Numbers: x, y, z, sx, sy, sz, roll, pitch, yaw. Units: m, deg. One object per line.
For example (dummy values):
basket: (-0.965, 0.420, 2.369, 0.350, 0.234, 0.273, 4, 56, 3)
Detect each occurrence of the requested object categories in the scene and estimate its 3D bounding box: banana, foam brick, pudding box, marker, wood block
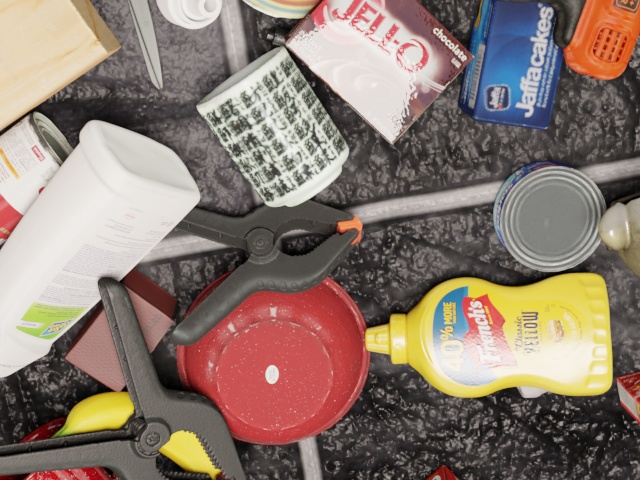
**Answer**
banana: (-0.128, 0.168, 0.867, 0.197, 0.037, 0.069, 29, 77, -29)
foam brick: (-0.157, 0.071, 0.850, 0.053, 0.051, 0.078, 37, 99, -12)
pudding box: (0.043, -0.143, 0.796, 0.113, 0.039, 0.090, 42, 98, -12)
marker: (0.016, -0.142, 0.827, 0.121, 0.020, 0.020, 15, 102, -6)
wood block: (-0.259, -0.118, 0.779, 0.206, 0.091, 0.090, -33, 103, 4)

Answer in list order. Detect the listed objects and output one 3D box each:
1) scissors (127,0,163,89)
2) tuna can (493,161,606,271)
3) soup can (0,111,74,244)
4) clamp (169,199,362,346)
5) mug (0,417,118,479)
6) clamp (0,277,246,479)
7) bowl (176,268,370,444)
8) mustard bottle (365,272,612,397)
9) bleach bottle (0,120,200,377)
scissors: (-0.164, -0.216, 0.800, 0.096, 0.016, 0.202, 2, 103, -2)
tuna can: (0.183, -0.020, 0.857, 0.086, 0.034, 0.086, -1, 103, -3)
soup can: (-0.237, -0.042, 0.810, 0.102, 0.068, 0.068, -35, 103, 4)
clamp: (-0.055, 0.001, 0.837, 0.171, 0.039, 0.120, -20, 77, -12)
mug: (-0.205, 0.196, 0.865, 0.117, 0.093, 0.081, -44, 109, -21)
clamp: (-0.132, 0.135, 0.814, 0.209, 0.036, 0.164, 31, 86, -29)
bowl: (-0.037, 0.100, 0.863, 0.162, 0.055, 0.162, -1, 103, -3)
mustard bottle: (0.132, 0.077, 0.855, 0.192, 0.058, 0.096, -2, 79, 7)
bleach bottle: (-0.206, 0.025, 0.803, 0.251, 0.102, 0.068, -44, 59, 19)
